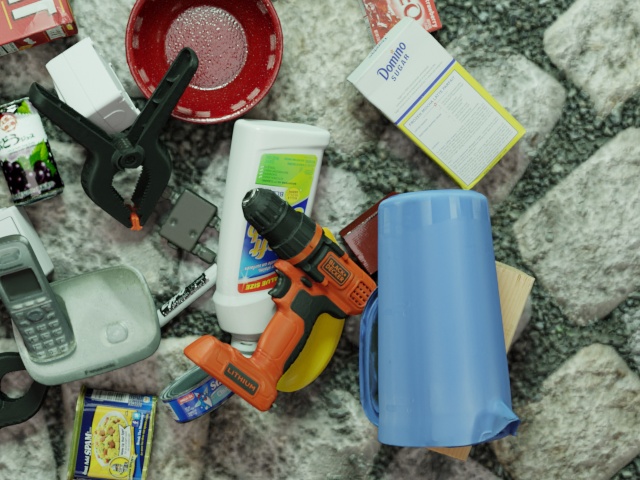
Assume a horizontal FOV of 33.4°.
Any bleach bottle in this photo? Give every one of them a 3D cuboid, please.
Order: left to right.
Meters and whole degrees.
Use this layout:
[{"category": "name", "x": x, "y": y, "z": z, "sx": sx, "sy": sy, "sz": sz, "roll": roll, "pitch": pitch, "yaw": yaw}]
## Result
[{"category": "bleach bottle", "x": -0.057, "y": 0.001, "z": 1.131, "sx": 0.102, "sy": 0.068, "sz": 0.251, "roll": 2, "pitch": 103, "yaw": -27}]

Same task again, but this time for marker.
[{"category": "marker", "x": -0.155, "y": 0.069, "z": 1.157, "sx": 0.121, "sy": 0.020, "sz": 0.020, "roll": -39, "pitch": 98, "yaw": 1}]

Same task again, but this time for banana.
[{"category": "banana", "x": -0.008, "y": 0.087, "z": 1.160, "sx": 0.069, "sy": 0.037, "sz": 0.198, "roll": 22, "pitch": 95, "yaw": -8}]

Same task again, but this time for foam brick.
[{"category": "foam brick", "x": 0.066, "y": -0.009, "z": 1.146, "sx": 0.078, "sy": 0.053, "sz": 0.051, "roll": -37, "pitch": 98, "yaw": 2}]

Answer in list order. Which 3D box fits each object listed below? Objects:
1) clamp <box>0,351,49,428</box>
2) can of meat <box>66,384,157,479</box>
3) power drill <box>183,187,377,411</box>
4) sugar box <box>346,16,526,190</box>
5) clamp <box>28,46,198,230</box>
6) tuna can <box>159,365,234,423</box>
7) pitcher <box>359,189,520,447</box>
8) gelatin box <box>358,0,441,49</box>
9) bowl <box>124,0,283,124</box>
[{"category": "clamp", "x": -0.364, "y": 0.167, "z": 1.145, "sx": 0.171, "sy": 0.039, "sz": 0.120, "roll": -42, "pitch": 102, "yaw": -4}, {"category": "can of meat", "x": -0.224, "y": 0.212, "z": 1.151, "sx": 0.084, "sy": 0.057, "sz": 0.102, "roll": 8, "pitch": 97, "yaw": -7}, {"category": "power drill", "x": -0.052, "y": 0.063, "z": 1.078, "sx": 0.184, "sy": 0.057, "sz": 0.187, "roll": 42, "pitch": 82, "yaw": -25}, {"category": "sugar box", "x": 0.122, "y": -0.143, "z": 1.123, "sx": 0.176, "sy": 0.048, "sz": 0.093, "roll": 42, "pitch": 95, "yaw": -15}, {"category": "clamp", "x": -0.188, "y": -0.097, "z": 1.071, "sx": 0.164, "sy": 0.036, "sz": 0.210, "roll": -21, "pitch": 139, "yaw": -13}, {"category": "tuna can", "x": -0.126, "y": 0.158, "z": 1.136, "sx": 0.086, "sy": 0.086, "sz": 0.034, "roll": -30, "pitch": 99, "yaw": 0}, {"category": "pitcher", "x": 0.108, "y": 0.078, "z": 1.042, "sx": 0.149, "sy": 0.145, "sz": 0.243, "roll": -3, "pitch": 85, "yaw": 3}, {"category": "gelatin box", "x": 0.079, "y": -0.254, "z": 1.128, "sx": 0.073, "sy": 0.030, "sz": 0.089, "roll": -19, "pitch": 98, "yaw": -2}, {"category": "bowl", "x": -0.120, "y": -0.202, "z": 1.108, "sx": 0.162, "sy": 0.055, "sz": 0.162, "roll": 0, "pitch": 97, "yaw": -4}]
